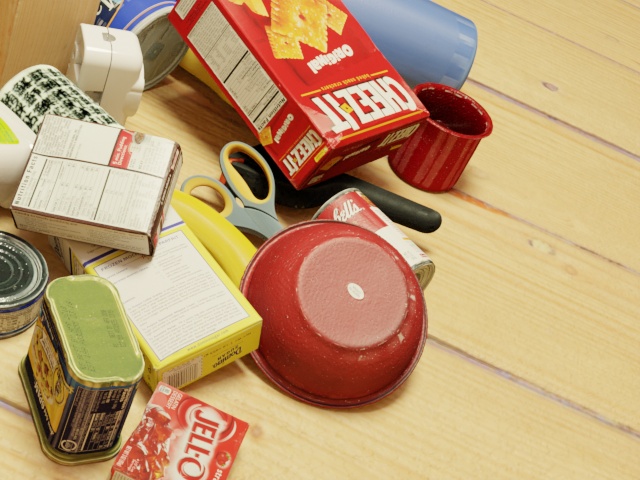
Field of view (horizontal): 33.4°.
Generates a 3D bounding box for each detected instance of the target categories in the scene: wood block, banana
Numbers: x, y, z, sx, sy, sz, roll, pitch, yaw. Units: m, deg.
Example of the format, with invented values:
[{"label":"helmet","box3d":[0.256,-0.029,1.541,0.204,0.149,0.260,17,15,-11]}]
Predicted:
[{"label":"wood block","box3d":[-0.257,-0.234,0.957,0.090,0.206,0.090,-19,56,-43]},{"label":"banana","box3d":[-0.095,0.007,0.901,0.069,0.037,0.198,-16,53,-41]}]

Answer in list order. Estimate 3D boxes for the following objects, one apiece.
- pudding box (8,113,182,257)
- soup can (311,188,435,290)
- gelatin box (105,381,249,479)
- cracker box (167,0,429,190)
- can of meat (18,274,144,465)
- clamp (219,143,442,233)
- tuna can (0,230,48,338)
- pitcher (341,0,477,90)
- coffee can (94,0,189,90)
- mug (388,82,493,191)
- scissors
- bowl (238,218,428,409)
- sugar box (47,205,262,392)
[{"label":"pudding box","box3d":[-0.172,-0.043,0.824,0.113,0.039,0.090,11,63,4]},{"label":"soup can","box3d":[0.044,0.011,0.950,0.068,0.069,0.102,-20,56,-43]},{"label":"gelatin box","box3d":[-0.097,0.148,0.738,0.073,0.030,0.089,26,37,0]},{"label":"cracker box","box3d":[-0.017,-0.168,1.020,0.163,0.072,0.214,-25,74,-47]},{"label":"can of meat","box3d":[-0.163,0.086,0.729,0.057,0.084,0.102,-2,45,-32]},{"label":"clamp","box3d":[0.008,-0.058,1.033,0.209,0.036,0.165,-3,37,-30]},{"label":"tuna can","box3d":[-0.246,0.030,0.790,0.086,0.034,0.086,16,38,-13]},{"label":"pitcher","box3d":[0.048,-0.242,1.221,0.242,0.145,0.149,19,49,-15]},{"label":"coffee can","box3d":[-0.208,-0.229,1.056,0.140,0.103,0.102,44,41,16]},{"label":"mug","box3d":[0.113,-0.112,1.126,0.117,0.082,0.093,34,38,11]},{"label":"scissors","box3d":[-0.056,0.001,0.943,0.096,0.016,0.202,-19,68,-15]},{"label":"bowl","box3d":[0.018,0.049,0.846,0.162,0.055,0.162,6,68,-14]},{"label":"sugar box","box3d":[-0.132,0.031,0.833,0.093,0.048,0.176,-25,55,-27]}]
